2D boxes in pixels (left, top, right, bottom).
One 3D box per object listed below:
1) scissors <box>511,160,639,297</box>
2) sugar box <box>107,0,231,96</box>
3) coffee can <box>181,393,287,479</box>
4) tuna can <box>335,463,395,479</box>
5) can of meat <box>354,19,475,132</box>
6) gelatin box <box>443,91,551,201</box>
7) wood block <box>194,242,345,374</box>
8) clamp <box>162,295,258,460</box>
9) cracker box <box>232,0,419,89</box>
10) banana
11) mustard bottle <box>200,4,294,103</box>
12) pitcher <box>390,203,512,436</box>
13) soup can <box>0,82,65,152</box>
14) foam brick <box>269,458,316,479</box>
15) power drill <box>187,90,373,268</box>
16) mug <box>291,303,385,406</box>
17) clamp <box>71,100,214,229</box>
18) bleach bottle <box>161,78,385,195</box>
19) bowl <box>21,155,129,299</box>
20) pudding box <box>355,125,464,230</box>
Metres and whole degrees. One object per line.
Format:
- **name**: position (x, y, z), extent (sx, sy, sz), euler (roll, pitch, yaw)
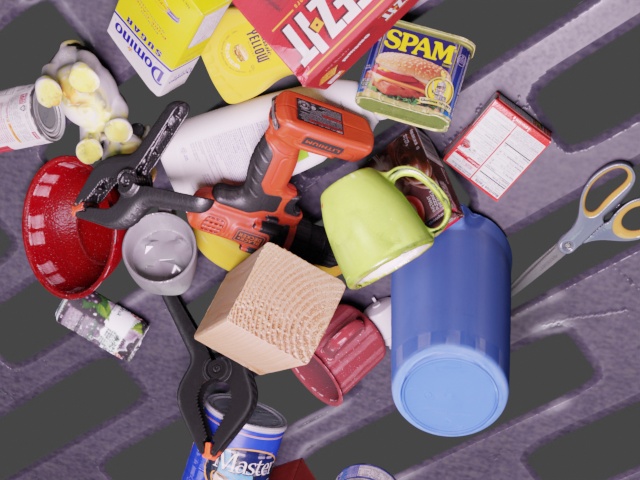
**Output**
- **scissors**: position (0.283, 0.006, 1.129), extent (0.096, 0.016, 0.202), euler (27, 119, -1)
- **sugar box**: position (-0.152, -0.220, 1.044), extent (0.093, 0.048, 0.176), euler (53, 149, 3)
- **coffee can**: position (-0.109, 0.268, 1.281), extent (0.103, 0.102, 0.140), euler (19, 97, 4)
- **tuna can**: position (0.056, 0.321, 1.332), extent (0.086, 0.033, 0.086), euler (6, 117, 11)
- **can of meat**: position (0.091, -0.161, 1.046), extent (0.102, 0.057, 0.084), euler (17, 82, 5)
- **gelatin box**: position (0.180, -0.096, 1.094), extent (0.073, 0.030, 0.089), euler (36, 119, -7)
- **wood block**: position (-0.057, 0.075, 1.101), extent (0.090, 0.206, 0.090), euler (29, 74, -8)
- **clamp**: position (-0.105, 0.144, 1.223), extent (0.165, 0.036, 0.210), euler (-4, 74, 12)
- **cracker box**: position (-0.016, -0.273, 0.987), extent (0.164, 0.072, 0.214), euler (-42, 81, 21)
- **banana**: position (-0.067, 0.015, 1.206), extent (0.198, 0.037, 0.070), euler (22, 121, 2)
- **mustard bottle**: position (-0.025, -0.211, 1.070), extent (0.192, 0.058, 0.096), euler (-17, 104, 20)
- **pitcher**: position (0.131, 0.090, 1.079), extent (0.145, 0.242, 0.149), euler (-37, 110, 26)
- **soup can**: position (-0.344, -0.133, 1.182), extent (0.102, 0.068, 0.068), euler (-9, 114, 17)
- **foam brick**: position (-0.049, 0.320, 1.347), extent (0.078, 0.051, 0.053), euler (-23, 110, 23)
- **power drill**: position (-0.022, -0.053, 1.093), extent (0.184, 0.057, 0.188), euler (17, 130, -23)
- **mug**: position (0.020, 0.120, 1.189), extent (0.093, 0.081, 0.117), euler (44, 155, 14)
- **clamp**: position (-0.187, -0.070, 1.101), extent (0.172, 0.039, 0.120), euler (-14, 72, 26)
- **bleach bottle**: position (-0.040, -0.106, 1.126), extent (0.251, 0.068, 0.102), euler (-14, 119, 16)
- **bowl**: position (-0.267, -0.015, 1.206), extent (0.162, 0.055, 0.162), euler (2, 93, 37)
- **pudding box**: position (0.088, -0.047, 1.097), extent (0.090, 0.113, 0.039), euler (-37, 139, 25)
